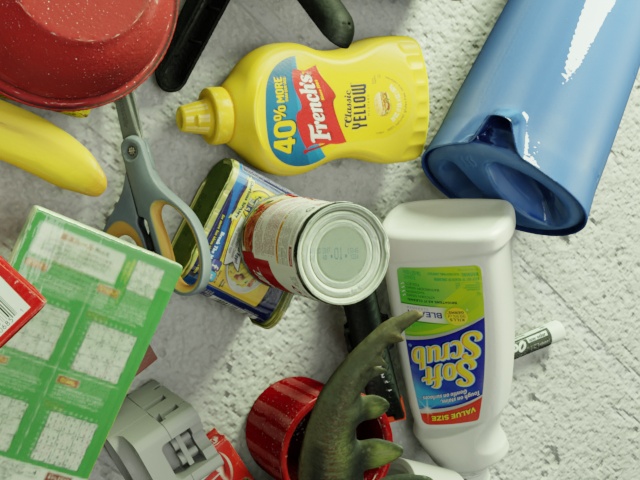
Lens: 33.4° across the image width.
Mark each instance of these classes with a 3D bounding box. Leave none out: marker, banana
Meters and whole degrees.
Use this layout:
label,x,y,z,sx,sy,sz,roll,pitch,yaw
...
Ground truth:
label,x,y,z,sx,sy,sz,roll,pitch,yaw
marker,0.158,0.096,0.917,0.121,0.020,0.020,-18,104,-24
banana,-0.223,-0.070,0.676,0.197,0.070,0.037,14,68,-24

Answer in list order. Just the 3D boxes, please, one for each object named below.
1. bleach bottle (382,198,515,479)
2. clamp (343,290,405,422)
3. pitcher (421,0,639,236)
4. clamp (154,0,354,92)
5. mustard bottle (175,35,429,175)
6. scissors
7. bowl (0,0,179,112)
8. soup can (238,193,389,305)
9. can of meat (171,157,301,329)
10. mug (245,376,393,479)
label,x,y,z,sx,sy,sz,roll,pitch,yaw
bleach bottle,0.113,0.092,0.838,0.068,0.103,0.251,-53,138,-54
clamp,0.035,0.062,0.822,0.039,0.120,0.171,-7,124,6
pitcher,0.187,-0.130,0.846,0.145,0.149,0.242,32,73,-19
clamp,-0.039,-0.207,0.721,0.036,0.165,0.210,15,80,-53
mustard bottle,-0.014,-0.098,0.785,0.191,0.058,0.096,-9,105,-26
scissors,-0.139,-0.046,0.743,0.016,0.096,0.202,-9,70,-63
bowl,-0.155,-0.163,0.657,0.161,0.055,0.162,0,89,-28
soup can,-0.006,0.004,0.711,0.068,0.102,0.068,-2,95,-24
can of meat,-0.055,0.001,0.777,0.083,0.058,0.102,28,83,-25
mug,-0.007,0.161,0.806,0.093,0.082,0.117,4,94,-27
